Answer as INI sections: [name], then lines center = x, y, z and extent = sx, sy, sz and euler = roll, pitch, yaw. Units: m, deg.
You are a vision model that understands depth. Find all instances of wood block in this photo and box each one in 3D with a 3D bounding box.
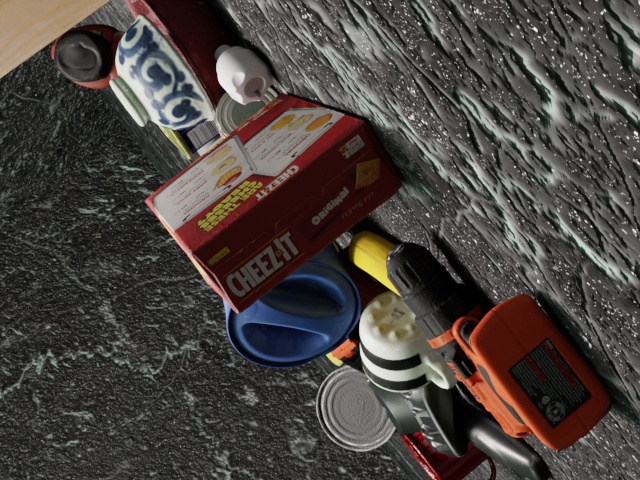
[wood block]
center = -0.316, -0.284, 1.233
extent = 0.090, 0.206, 0.091
euler = 55, 173, -20

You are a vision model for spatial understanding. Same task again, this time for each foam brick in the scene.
[foam brick]
center = 0.045, 0.050, 1.165
extent = 0.078, 0.051, 0.053
euler = 48, 171, 33

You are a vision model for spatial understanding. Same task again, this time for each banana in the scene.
[banana]
center = 0.065, 0.024, 0.998
extent = 0.069, 0.037, 0.198
euler = 37, 179, -17

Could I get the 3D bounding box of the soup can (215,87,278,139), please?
[soup can]
center = -0.062, -0.103, 1.049
extent = 0.068, 0.068, 0.102
euler = 50, 172, 19

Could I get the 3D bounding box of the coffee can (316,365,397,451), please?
[coffee can]
center = 0.066, 0.191, 1.308
extent = 0.103, 0.103, 0.140
euler = 52, -163, 9

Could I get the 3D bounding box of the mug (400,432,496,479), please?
[mug]
center = 0.160, 0.248, 1.257
extent = 0.117, 0.081, 0.093
euler = 52, 173, 8

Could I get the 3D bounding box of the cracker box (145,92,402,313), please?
[cracker box]
center = -0.047, -0.038, 0.884
extent = 0.072, 0.164, 0.214
euler = 54, 173, -22

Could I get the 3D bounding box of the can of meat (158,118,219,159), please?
[can of meat]
center = -0.154, -0.157, 1.302
extent = 0.102, 0.084, 0.057
euler = 44, 168, 52

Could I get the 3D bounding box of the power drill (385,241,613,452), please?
[power drill]
center = 0.125, 0.075, 0.781
extent = 0.184, 0.057, 0.188
euler = 50, 176, -3

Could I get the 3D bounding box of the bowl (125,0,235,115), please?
[bowl]
center = -0.130, -0.202, 1.054
extent = 0.162, 0.055, 0.162
euler = 52, 173, 9

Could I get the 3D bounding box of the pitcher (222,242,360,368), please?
[pitcher]
center = -0.057, 0.001, 1.112
extent = 0.243, 0.145, 0.149
euler = -112, 22, -51

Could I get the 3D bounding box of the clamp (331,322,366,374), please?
[clamp]
center = 0.054, 0.108, 1.226
extent = 0.165, 0.036, 0.209
euler = 52, -164, 20
